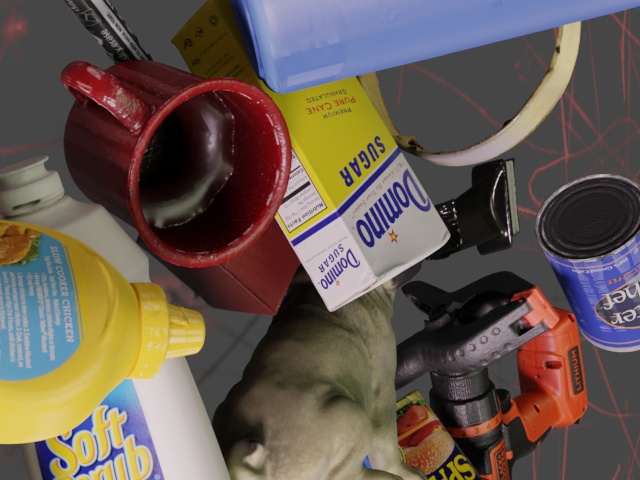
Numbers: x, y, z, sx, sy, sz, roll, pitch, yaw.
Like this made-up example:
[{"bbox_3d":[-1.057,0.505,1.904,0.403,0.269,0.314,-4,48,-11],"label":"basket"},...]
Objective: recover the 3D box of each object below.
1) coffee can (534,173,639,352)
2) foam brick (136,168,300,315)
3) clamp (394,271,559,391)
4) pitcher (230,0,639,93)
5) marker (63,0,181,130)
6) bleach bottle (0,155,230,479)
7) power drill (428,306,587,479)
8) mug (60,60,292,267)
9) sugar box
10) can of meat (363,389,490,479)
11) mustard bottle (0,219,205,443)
[{"bbox_3d":[0.269,0.022,0.989,0.140,0.103,0.102,56,52,-40],"label":"coffee can"},{"bbox_3d":[-0.054,0.001,0.603,0.078,0.053,0.051,47,57,-45],"label":"foam brick"},{"bbox_3d":[0.081,0.066,0.711,0.039,0.172,0.120,41,64,-17],"label":"clamp"},{"bbox_3d":[0.071,-0.164,0.515,0.145,0.242,0.149,-171,-116,-86],"label":"pitcher"},{"bbox_3d":[-0.103,-0.101,0.555,0.121,0.020,0.020,54,53,-41],"label":"marker"},{"bbox_3d":[-0.109,0.083,0.519,0.068,0.103,0.251,-58,133,-67],"label":"bleach bottle"},{"bbox_3d":[0.148,0.121,0.852,0.187,0.057,0.184,-31,118,-48],"label":"power drill"},{"bbox_3d":[-0.082,-0.049,0.524,0.117,0.082,0.093,38,82,-44],"label":"mug"},{"bbox_3d":[-0.002,-0.056,0.602,0.176,0.048,0.093,57,37,5],"label":"sugar box"},{"bbox_3d":[0.057,0.160,0.734,0.084,0.058,0.101,53,36,12],"label":"can of meat"},{"bbox_3d":[-0.136,0.033,0.416,0.191,0.096,0.058,4,134,-28],"label":"mustard bottle"}]
